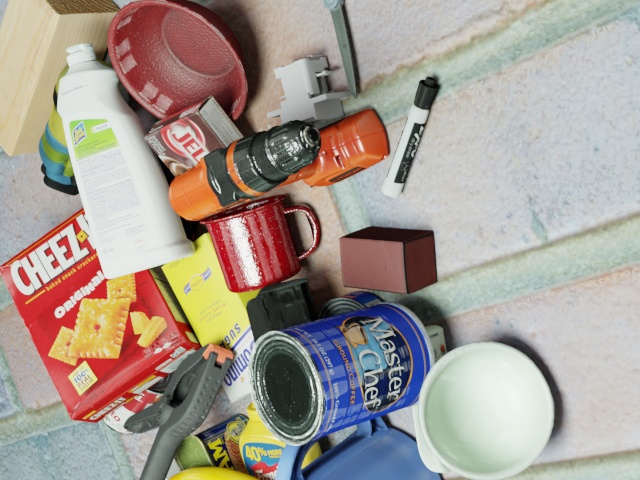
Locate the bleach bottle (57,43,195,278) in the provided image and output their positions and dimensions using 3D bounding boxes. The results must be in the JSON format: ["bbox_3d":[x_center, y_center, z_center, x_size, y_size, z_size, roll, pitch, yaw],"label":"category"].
[{"bbox_3d":[-0.219,-0.091,1.152,0.103,0.068,0.251,-16,91,19],"label":"bleach bottle"}]

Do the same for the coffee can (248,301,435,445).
[{"bbox_3d":[0.020,0.118,0.971,0.103,0.140,0.103,14,109,47],"label":"coffee can"}]

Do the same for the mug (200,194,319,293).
[{"bbox_3d":[-0.057,0.001,1.107,0.117,0.093,0.081,-16,98,6],"label":"mug"}]

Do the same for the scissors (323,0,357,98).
[{"bbox_3d":[-0.003,-0.241,1.028,0.096,0.016,0.202,12,110,40],"label":"scissors"}]

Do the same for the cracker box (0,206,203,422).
[{"bbox_3d":[-0.256,0.078,1.240,0.164,0.072,0.214,-34,71,7],"label":"cracker box"}]

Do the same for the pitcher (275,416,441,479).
[{"bbox_3d":[0.000,0.267,1.020,0.149,0.242,0.145,44,125,21],"label":"pitcher"}]

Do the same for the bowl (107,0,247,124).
[{"bbox_3d":[-0.138,-0.192,1.107,0.162,0.055,0.162,17,138,16],"label":"bowl"}]

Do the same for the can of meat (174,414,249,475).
[{"bbox_3d":[-0.107,0.258,1.216,0.058,0.083,0.102,-34,80,41],"label":"can of meat"}]

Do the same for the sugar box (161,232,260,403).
[{"bbox_3d":[-0.101,0.084,1.187,0.094,0.048,0.176,-35,78,41],"label":"sugar box"}]

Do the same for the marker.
[{"bbox_3d":[0.083,-0.096,0.993,0.020,0.020,0.121,35,123,28],"label":"marker"}]

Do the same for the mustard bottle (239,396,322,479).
[{"bbox_3d":[-0.039,0.244,1.156,0.096,0.058,0.191,-6,105,40],"label":"mustard bottle"}]

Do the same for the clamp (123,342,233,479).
[{"bbox_3d":[-0.166,0.192,1.196,0.210,0.036,0.165,-57,27,15],"label":"clamp"}]

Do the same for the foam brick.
[{"bbox_3d":[0.064,0.018,1.021,0.078,0.052,0.051,5,106,40],"label":"foam brick"}]

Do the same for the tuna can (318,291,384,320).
[{"bbox_3d":[0.038,0.095,1.078,0.086,0.033,0.086,13,111,38],"label":"tuna can"}]

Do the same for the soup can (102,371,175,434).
[{"bbox_3d":[-0.222,0.184,1.306,0.068,0.068,0.102,53,130,16],"label":"soup can"}]

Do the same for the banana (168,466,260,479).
[{"bbox_3d":[-0.078,0.281,1.129,0.198,0.037,0.070,25,106,21],"label":"banana"}]

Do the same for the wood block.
[{"bbox_3d":[-0.327,-0.211,1.266,0.090,0.090,0.206,47,128,22],"label":"wood block"}]

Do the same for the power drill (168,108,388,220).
[{"bbox_3d":[-0.023,-0.077,0.979,0.185,0.187,0.057,-19,88,44],"label":"power drill"}]

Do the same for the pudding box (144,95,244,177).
[{"bbox_3d":[-0.118,-0.089,1.127,0.090,0.039,0.113,-18,120,43],"label":"pudding box"}]
